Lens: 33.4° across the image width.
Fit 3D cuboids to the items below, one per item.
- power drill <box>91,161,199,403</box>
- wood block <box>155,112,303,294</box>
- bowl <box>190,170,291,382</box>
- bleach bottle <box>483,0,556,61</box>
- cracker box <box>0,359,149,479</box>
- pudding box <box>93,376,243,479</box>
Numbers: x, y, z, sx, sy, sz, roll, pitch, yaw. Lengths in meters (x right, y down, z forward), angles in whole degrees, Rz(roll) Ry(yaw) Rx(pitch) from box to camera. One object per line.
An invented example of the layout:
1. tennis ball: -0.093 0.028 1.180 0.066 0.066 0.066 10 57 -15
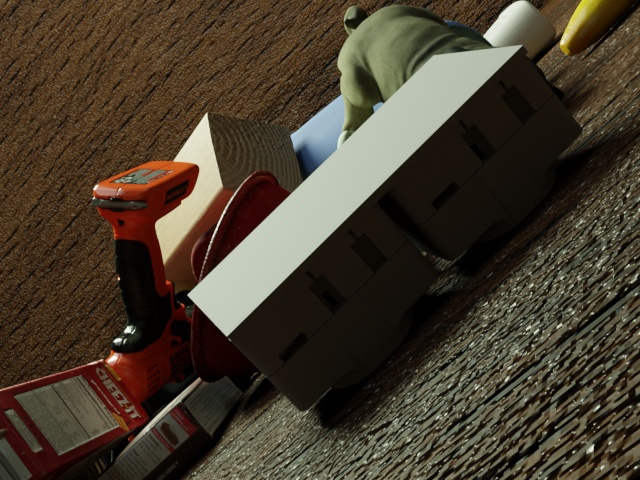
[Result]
1. power drill: -0.133 0.030 0.920 0.057 0.188 0.184 2 16 19
2. wood block: -0.109 -0.023 1.048 0.090 0.090 0.206 6 -36 -33
3. bowl: -0.036 0.033 0.776 0.162 0.055 0.162 16 -90 -76
4. bleach bottle: 0.168 -0.170 1.268 0.251 0.068 0.102 -47 2 -4
5. cracker box: -0.232 0.164 0.751 0.164 0.072 0.213 -38 -5 6
6. pudding box: -0.108 0.143 0.783 0.090 0.039 0.113 -44 2 10
